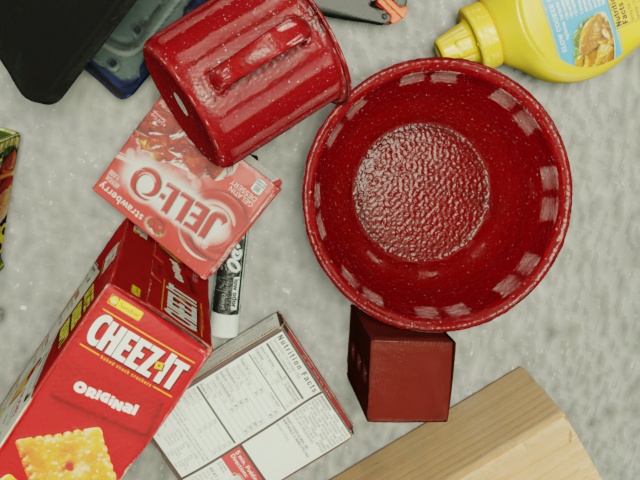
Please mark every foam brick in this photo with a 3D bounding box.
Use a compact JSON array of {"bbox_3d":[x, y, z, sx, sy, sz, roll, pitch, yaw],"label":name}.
[{"bbox_3d":[0.048,0.075,0.662,0.051,0.078,0.053,2,102,-8],"label":"foam brick"}]

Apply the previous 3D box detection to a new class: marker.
[{"bbox_3d":[-0.054,0.001,0.666,0.020,0.020,0.121,6,101,-7],"label":"marker"}]

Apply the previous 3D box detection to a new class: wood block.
[{"bbox_3d":[0.073,0.181,0.682,0.206,0.090,0.091,-31,104,1],"label":"wood block"}]

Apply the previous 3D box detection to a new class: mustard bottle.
[{"bbox_3d":[0.159,-0.148,0.636,0.191,0.058,0.096,-23,105,-1],"label":"mustard bottle"}]

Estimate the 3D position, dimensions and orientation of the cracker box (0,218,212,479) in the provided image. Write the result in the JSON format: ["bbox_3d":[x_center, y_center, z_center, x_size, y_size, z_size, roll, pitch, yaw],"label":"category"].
[{"bbox_3d":[-0.144,0.106,0.605,0.072,0.164,0.214,33,97,-13],"label":"cracker box"}]

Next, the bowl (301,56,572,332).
[{"bbox_3d":[0.067,-0.028,0.648,0.162,0.055,0.162,0,95,-5],"label":"bowl"}]

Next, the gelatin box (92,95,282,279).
[{"bbox_3d":[-0.079,-0.032,0.637,0.089,0.030,0.073,40,103,3],"label":"gelatin box"}]

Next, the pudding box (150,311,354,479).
[{"bbox_3d":[-0.048,0.113,0.681,0.113,0.039,0.090,-32,103,0],"label":"pudding box"}]

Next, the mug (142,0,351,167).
[{"bbox_3d":[-0.039,-0.093,0.571,0.081,0.117,0.093,-34,100,-12],"label":"mug"}]
